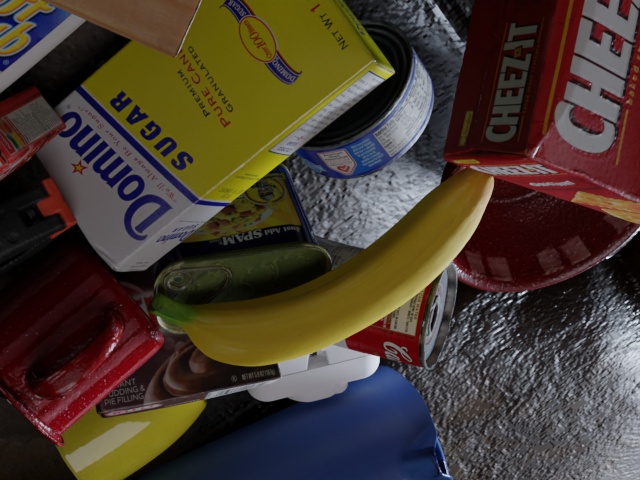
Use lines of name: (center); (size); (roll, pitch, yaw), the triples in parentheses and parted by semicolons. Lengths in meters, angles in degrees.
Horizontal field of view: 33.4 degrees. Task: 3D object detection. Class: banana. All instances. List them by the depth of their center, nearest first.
banana: (0.009, 0.024, 0.585); (0.198, 0.037, 0.069); (-24, 136, 2)

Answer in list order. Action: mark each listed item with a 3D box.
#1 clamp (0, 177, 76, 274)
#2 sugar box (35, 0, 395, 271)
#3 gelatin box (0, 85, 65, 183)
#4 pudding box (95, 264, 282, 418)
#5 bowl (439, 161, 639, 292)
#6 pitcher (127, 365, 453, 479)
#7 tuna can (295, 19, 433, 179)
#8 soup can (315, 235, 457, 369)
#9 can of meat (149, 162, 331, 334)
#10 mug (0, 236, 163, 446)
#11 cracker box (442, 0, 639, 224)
clamp: (-0.202, 0.021, 0.565); (0.171, 0.120, 0.039); (-28, 97, 2)
sugar box: (-0.060, -0.070, 0.547); (0.176, 0.093, 0.048); (-37, 169, 13)
gelatin box: (-0.177, -0.033, 0.526); (0.089, 0.073, 0.030); (-34, 101, 18)
pudding box: (-0.088, 0.055, 0.661); (0.113, 0.090, 0.039); (-9, 166, -16)
bowl: (0.138, -0.042, 0.682); (0.162, 0.055, 0.162); (-11, 135, -11)
pitcher: (-0.038, 0.191, 0.759); (0.242, 0.145, 0.149); (-18, 134, -22)
tuna can: (0.018, -0.076, 0.579); (0.086, 0.086, 0.033); (-32, 137, 11)
soup can: (0.028, 0.036, 0.674); (0.102, 0.068, 0.068); (12, 139, 19)
can of meat: (-0.054, 0.001, 0.627); (0.102, 0.084, 0.057); (-8, 135, -14)
mug: (-0.138, 0.053, 0.578); (0.081, 0.117, 0.093); (-41, 107, -11)
cracker box: (0.181, -0.095, 0.576); (0.213, 0.072, 0.164); (15, 84, -33)
